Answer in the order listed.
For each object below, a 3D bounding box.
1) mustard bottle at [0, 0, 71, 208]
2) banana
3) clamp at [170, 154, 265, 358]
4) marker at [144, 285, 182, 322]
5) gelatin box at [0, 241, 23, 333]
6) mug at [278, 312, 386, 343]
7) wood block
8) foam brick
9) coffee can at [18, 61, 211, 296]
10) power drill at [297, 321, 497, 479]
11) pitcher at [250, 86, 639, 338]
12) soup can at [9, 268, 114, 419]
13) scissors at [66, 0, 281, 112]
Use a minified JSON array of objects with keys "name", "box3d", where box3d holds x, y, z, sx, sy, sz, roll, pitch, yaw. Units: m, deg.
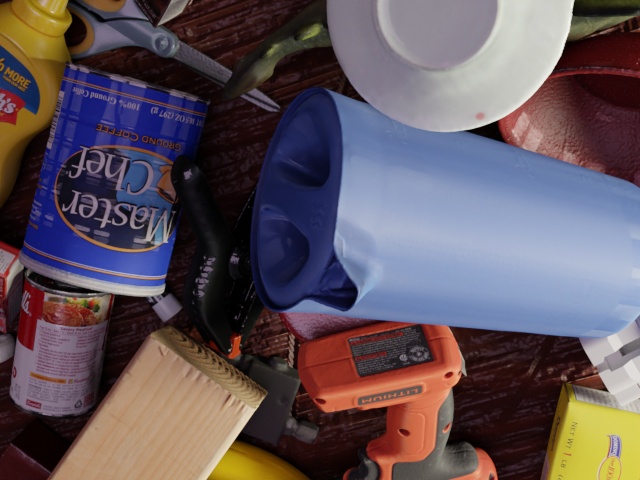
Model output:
[{"name":"mustard bottle","box3d":[-0.232,-0.108,0.761,0.096,0.058,0.192,39,112,-2]},{"name":"banana","box3d":[-0.075,0.183,0.832,0.198,0.037,0.070,11,122,7]},{"name":"clamp","box3d":[-0.055,0.001,0.766,0.039,0.120,0.171,35,134,38]},{"name":"marker","box3d":[-0.149,0.009,0.807,0.020,0.020,0.121,-37,96,15]},{"name":"gelatin box","box3d":[-0.262,0.026,0.800,0.073,0.030,0.089,25,144,0]},{"name":"mug","box3d":[0.018,0.019,0.751,0.093,0.081,0.117,26,106,2]},{"name":"wood block","box3d":[-0.137,0.171,0.764,0.091,0.090,0.206,36,92,3]},{"name":"foam brick","box3d":[-0.234,0.193,0.848,0.051,0.053,0.078,36,105,-1]},{"name":"coffee can","box3d":[-0.142,-0.042,0.739,0.103,0.102,0.140,15,95,5]},{"name":"power drill","box3d":[0.032,0.143,0.746,0.184,0.057,0.187,-14,133,-6]},{"name":"pitcher","box3d":[0.084,-0.013,0.672,0.242,0.145,0.149,10,81,-23]},{"name":"soup can","box3d":[-0.195,0.075,0.805,0.068,0.068,0.102,14,106,5]},{"name":"scissors","box3d":[-0.131,-0.134,0.772,0.202,0.016,0.096,45,107,-3]}]
